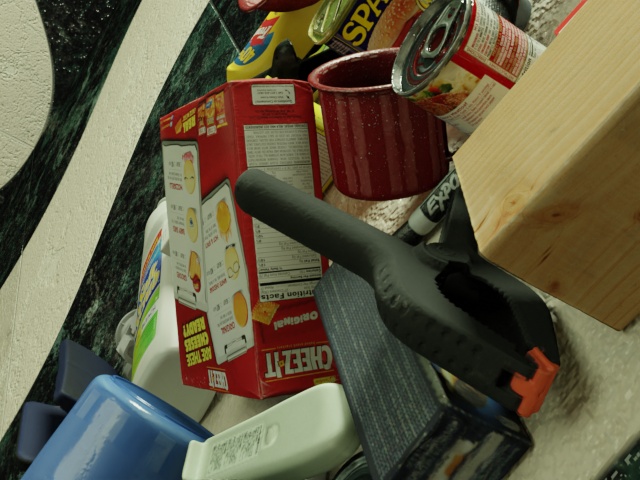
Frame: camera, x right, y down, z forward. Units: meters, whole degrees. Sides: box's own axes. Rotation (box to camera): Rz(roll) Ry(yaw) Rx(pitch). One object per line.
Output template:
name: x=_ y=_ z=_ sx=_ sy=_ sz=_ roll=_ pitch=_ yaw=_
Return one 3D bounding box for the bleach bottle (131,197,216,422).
bleach bottle: x=-0.137 y=0.050 z=0.983 sx=0.103 sy=0.068 sz=0.251 roll=-61 pitch=25 yaw=31

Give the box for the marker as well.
marker: x=0.083 y=-0.030 z=0.698 sx=0.121 sy=0.020 sz=0.020 roll=-49 pitch=26 yaw=29

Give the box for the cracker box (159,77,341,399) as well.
cracker box: x=-0.055 y=0.001 z=0.783 sx=0.164 sy=0.072 sz=0.214 roll=-8 pitch=88 yaw=64

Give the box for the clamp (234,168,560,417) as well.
clamp: x=0.050 y=0.018 z=0.571 sx=0.210 sy=0.164 sz=0.036 roll=-122 pitch=43 yaw=-54

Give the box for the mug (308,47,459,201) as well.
mug: x=0.055 y=-0.078 z=0.717 sx=0.093 sy=0.117 sz=0.081 roll=-63 pitch=-33 yaw=-61

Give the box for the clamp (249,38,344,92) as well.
clamp: x=-0.029 y=-0.144 z=0.941 sx=0.172 sy=0.120 sz=0.039 roll=-27 pitch=76 yaw=45

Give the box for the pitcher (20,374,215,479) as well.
pitcher: x=-0.174 y=0.214 z=0.712 sx=0.243 sy=0.145 sz=0.149 roll=-58 pitch=13 yaw=-7

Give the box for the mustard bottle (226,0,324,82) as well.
mustard bottle: x=-0.042 y=-0.199 z=1.088 sx=0.192 sy=0.058 sz=0.096 roll=-53 pitch=22 yaw=7

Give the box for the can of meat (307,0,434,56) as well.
can of meat: x=0.053 y=-0.183 z=0.852 sx=0.102 sy=0.083 sz=0.057 roll=-57 pitch=23 yaw=13

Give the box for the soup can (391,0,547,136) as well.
soup can: x=0.102 y=-0.090 z=0.616 sx=0.069 sy=0.102 sz=0.068 roll=-47 pitch=26 yaw=32
